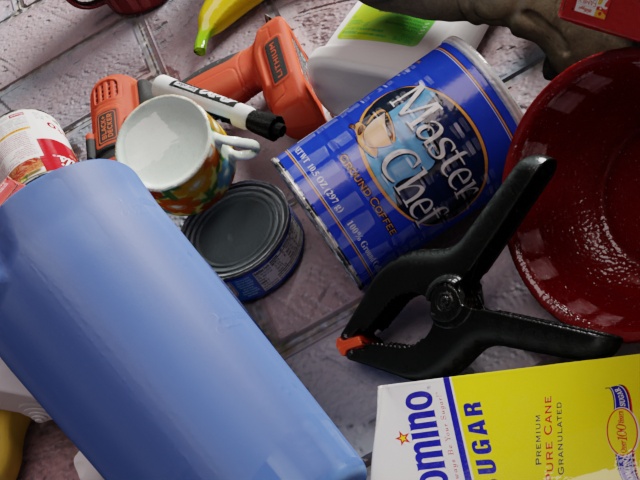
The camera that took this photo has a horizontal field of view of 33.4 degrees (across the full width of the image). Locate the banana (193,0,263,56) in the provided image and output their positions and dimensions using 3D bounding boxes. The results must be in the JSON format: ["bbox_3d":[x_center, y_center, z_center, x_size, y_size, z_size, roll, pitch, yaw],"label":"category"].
[{"bbox_3d":[-0.029,-0.226,0.917,0.198,0.037,0.070,-29,64,6],"label":"banana"}]

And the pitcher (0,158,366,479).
[{"bbox_3d":[-0.083,0.077,0.611,0.149,0.145,0.243,-36,68,-20],"label":"pitcher"}]

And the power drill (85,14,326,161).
[{"bbox_3d":[-0.092,-0.081,0.817,0.188,0.057,0.184,-21,54,10],"label":"power drill"}]

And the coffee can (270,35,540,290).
[{"bbox_3d":[0.054,-0.049,0.683,0.140,0.102,0.103,-34,46,-1],"label":"coffee can"}]

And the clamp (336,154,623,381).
[{"bbox_3d":[0.088,0.042,0.617,0.172,0.039,0.120,-37,59,29],"label":"clamp"}]

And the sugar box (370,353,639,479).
[{"bbox_3d":[0.114,0.114,0.561,0.176,0.048,0.093,-9,51,20],"label":"sugar box"}]

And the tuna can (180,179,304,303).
[{"bbox_3d":[-0.055,0.001,0.748,0.086,0.033,0.086,-14,49,17],"label":"tuna can"}]

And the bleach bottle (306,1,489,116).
[{"bbox_3d":[0.091,-0.198,0.810,0.103,0.068,0.250,14,60,30],"label":"bleach bottle"}]

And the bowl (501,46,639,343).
[{"bbox_3d":[0.181,-0.025,0.598,0.162,0.055,0.162,1,92,49],"label":"bowl"}]

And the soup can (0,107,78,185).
[{"bbox_3d":[-0.228,-0.054,0.860,0.068,0.068,0.102,-35,46,-1],"label":"soup can"}]

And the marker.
[{"bbox_3d":[-0.074,-0.096,0.771,0.121,0.020,0.020,23,67,32],"label":"marker"}]
